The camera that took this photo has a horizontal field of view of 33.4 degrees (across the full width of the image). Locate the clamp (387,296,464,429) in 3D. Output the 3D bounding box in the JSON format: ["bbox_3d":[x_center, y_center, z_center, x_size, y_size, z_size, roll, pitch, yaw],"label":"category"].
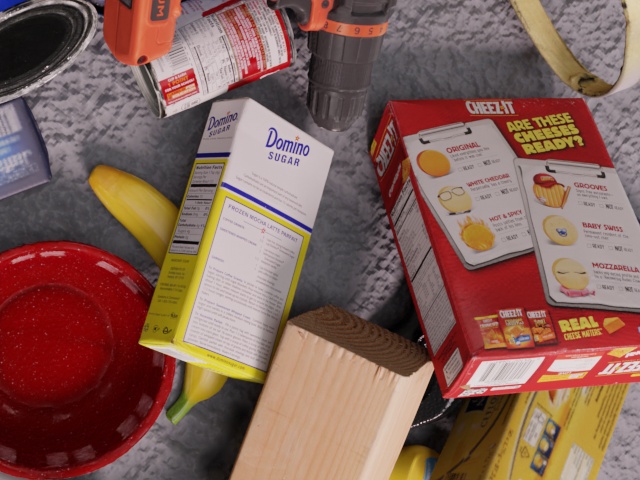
[{"bbox_3d":[0.083,0.070,0.814,0.120,0.039,0.171,43,94,19],"label":"clamp"}]

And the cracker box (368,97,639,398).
[{"bbox_3d":[0.140,0.001,0.759,0.164,0.072,0.214,-3,57,-18],"label":"cracker box"}]

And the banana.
[{"bbox_3d":[-0.103,0.033,0.759,0.069,0.037,0.198,-20,102,-17],"label":"banana"}]

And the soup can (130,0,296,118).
[{"bbox_3d":[-0.076,-0.132,0.730,0.102,0.069,0.068,-25,104,-13],"label":"soup can"}]

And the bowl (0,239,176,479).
[{"bbox_3d":[-0.183,0.077,0.728,0.162,0.055,0.162,-2,98,-18],"label":"bowl"}]

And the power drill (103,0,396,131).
[{"bbox_3d":[-0.037,-0.150,0.660,0.187,0.057,0.184,-9,120,-32],"label":"power drill"}]

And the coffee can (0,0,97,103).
[{"bbox_3d":[-0.213,-0.166,0.637,0.102,0.103,0.140,-32,80,-12],"label":"coffee can"}]

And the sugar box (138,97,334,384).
[{"bbox_3d":[-0.055,0.001,0.734,0.093,0.048,0.176,29,69,-43],"label":"sugar box"}]

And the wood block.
[{"bbox_3d":[-0.005,0.160,0.742,0.091,0.090,0.206,25,102,17],"label":"wood block"}]
